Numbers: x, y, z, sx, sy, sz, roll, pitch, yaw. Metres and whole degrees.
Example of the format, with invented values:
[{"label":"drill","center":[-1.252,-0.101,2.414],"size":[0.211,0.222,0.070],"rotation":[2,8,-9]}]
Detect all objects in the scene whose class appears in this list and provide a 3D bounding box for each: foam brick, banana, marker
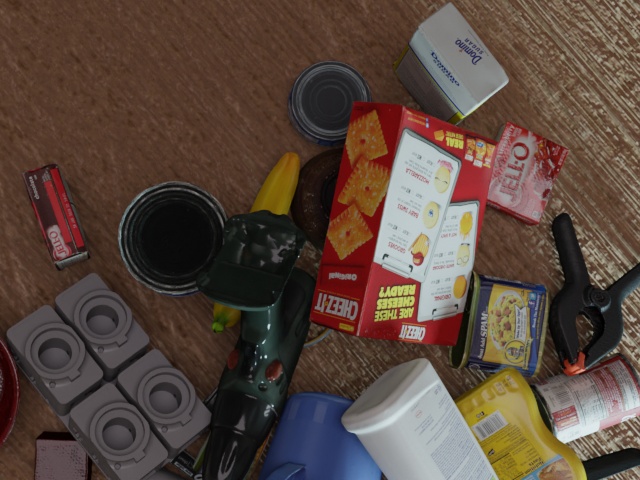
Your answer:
[{"label":"foam brick","center":[-0.251,0.229,1.043],"size":[0.053,0.051,0.078],"rotation":[4,86,-7]},{"label":"banana","center":[-0.064,0.007,1.069],"size":[0.037,0.070,0.197],"rotation":[24,75,-13]},{"label":"marker","center":[-0.110,0.243,1.073],"size":[0.121,0.020,0.020],"rotation":[38,83,-2]}]

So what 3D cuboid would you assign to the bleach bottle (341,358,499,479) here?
[{"label":"bleach bottle","center":[0.124,0.239,0.992],"size":[0.102,0.068,0.251],"rotation":[-38,99,-44]}]

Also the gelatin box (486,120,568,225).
[{"label":"gelatin box","center":[0.209,-0.070,1.121],"size":[0.073,0.030,0.089],"rotation":[24,84,-4]}]

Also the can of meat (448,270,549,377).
[{"label":"can of meat","center":[0.184,0.087,1.095],"size":[0.084,0.057,0.102],"rotation":[10,86,-8]}]

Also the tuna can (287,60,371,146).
[{"label":"tuna can","center":[0.010,-0.142,1.103],"size":[0.086,0.034,0.086],"rotation":[0,86,-6]}]

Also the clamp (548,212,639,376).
[{"label":"clamp","center":[0.271,0.054,1.099],"size":[0.120,0.039,0.171],"rotation":[28,62,5]}]

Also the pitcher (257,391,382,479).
[{"label":"pitcher","center":[-0.016,0.267,0.999],"size":[0.145,0.149,0.242],"rotation":[21,68,-12]}]

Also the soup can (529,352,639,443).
[{"label":"soup can","center":[0.271,0.163,1.093],"size":[0.102,0.068,0.068],"rotation":[-19,88,-6]}]

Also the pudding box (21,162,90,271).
[{"label":"pudding box","center":[-0.253,-0.021,1.028],"size":[0.039,0.113,0.090],"rotation":[-19,88,-10]}]

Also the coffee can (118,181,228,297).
[{"label":"coffee can","center":[-0.138,0.002,1.025],"size":[0.102,0.140,0.103],"rotation":[0,86,-6]}]

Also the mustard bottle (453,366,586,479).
[{"label":"mustard bottle","center":[0.204,0.227,1.048],"size":[0.096,0.058,0.191],"rotation":[-36,83,15]}]

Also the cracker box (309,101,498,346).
[{"label":"cracker box","center":[0.082,-0.012,1.035],"size":[0.163,0.072,0.214],"rotation":[11,91,-48]}]

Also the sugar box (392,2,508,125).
[{"label":"sugar box","center":[0.124,-0.164,1.044],"size":[0.048,0.176,0.093],"rotation":[-38,91,-7]}]
